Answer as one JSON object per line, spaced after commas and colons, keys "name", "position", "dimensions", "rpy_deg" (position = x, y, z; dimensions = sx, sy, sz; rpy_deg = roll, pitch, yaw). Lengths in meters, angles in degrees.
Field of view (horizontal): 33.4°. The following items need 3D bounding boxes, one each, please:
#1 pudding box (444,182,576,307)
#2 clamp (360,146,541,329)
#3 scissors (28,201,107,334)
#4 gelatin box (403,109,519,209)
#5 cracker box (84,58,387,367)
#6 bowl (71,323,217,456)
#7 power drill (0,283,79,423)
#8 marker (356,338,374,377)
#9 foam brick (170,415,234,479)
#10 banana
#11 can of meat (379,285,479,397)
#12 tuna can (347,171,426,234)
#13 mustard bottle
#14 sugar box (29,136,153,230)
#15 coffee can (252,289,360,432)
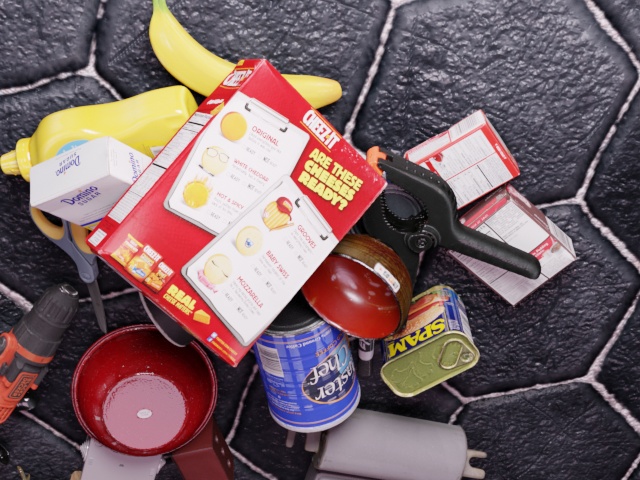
{"name": "pudding box", "position": [0.194, 0.005, 1.100], "dimensions": [0.113, 0.039, 0.090], "rpy_deg": [39, 116, -24]}
{"name": "clamp", "position": [0.094, -0.001, 1.046], "dimensions": [0.165, 0.036, 0.209], "rpy_deg": [-31, 119, 26]}
{"name": "scissors", "position": [-0.255, 0.020, 1.096], "dimensions": [0.096, 0.016, 0.202], "rpy_deg": [25, 138, 6]}
{"name": "gelatin box", "position": [0.138, -0.075, 1.043], "dimensions": [0.089, 0.030, 0.073], "rpy_deg": [-30, 123, 17]}
{"name": "cracker box", "position": [-0.072, -0.025, 0.927], "dimensions": [0.164, 0.072, 0.213], "rpy_deg": [43, 81, -25]}
{"name": "bowl", "position": [-0.191, 0.175, 1.161], "dimensions": [0.162, 0.055, 0.162], "rpy_deg": [-3, 108, -8]}
{"name": "power drill", "position": [-0.353, 0.109, 1.082], "dimensions": [0.187, 0.057, 0.184], "rpy_deg": [17, 113, -50]}
{"name": "marker", "position": [0.051, 0.103, 1.174], "dimensions": [0.020, 0.020, 0.121], "rpy_deg": [-1, 126, -2]}
{"name": "foam brick", "position": [-0.138, 0.253, 1.253], "dimensions": [0.051, 0.053, 0.078], "rpy_deg": [-15, 126, 7]}
{"name": "banana", "position": [-0.078, -0.155, 0.969], "dimensions": [0.197, 0.037, 0.070], "rpy_deg": [26, 121, -20]}
{"name": "can of meat", "position": [0.112, 0.105, 1.139], "dimensions": [0.102, 0.084, 0.057], "rpy_deg": [-30, 122, 17]}
{"name": "tuna can", "position": [0.066, -0.030, 1.069], "dimensions": [0.086, 0.034, 0.086], "rpy_deg": [-1, 126, -2]}
{"name": "mustard bottle", "position": [-0.205, -0.088, 0.993], "dimensions": [0.191, 0.058, 0.096], "rpy_deg": [-11, 153, 6]}
{"name": "sugar box", "position": [-0.174, -0.037, 0.989], "dimensions": [0.093, 0.048, 0.176], "rpy_deg": [-19, 153, 25]}
{"name": "coffee can", "position": [-0.018, 0.118, 1.130], "dimensions": [0.103, 0.103, 0.140], "rpy_deg": [-10, 126, 4]}
